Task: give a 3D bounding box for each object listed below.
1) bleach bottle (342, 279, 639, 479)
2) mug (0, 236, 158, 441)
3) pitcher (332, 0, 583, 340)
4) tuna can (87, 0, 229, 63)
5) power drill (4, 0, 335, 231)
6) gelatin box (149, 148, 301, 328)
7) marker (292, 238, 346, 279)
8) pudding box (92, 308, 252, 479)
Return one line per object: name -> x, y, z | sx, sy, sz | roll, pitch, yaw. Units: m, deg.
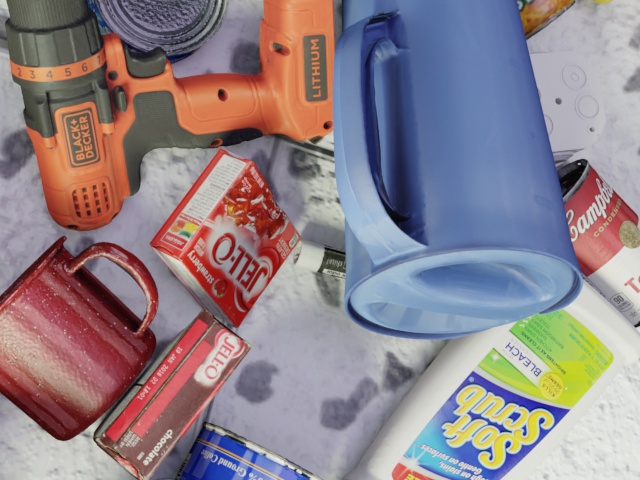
bleach bottle -> 0.094, 0.131, 0.679 | 0.102, 0.068, 0.250 | 42, 75, -5
mug -> -0.139, 0.050, 0.599 | 0.117, 0.093, 0.081 | -42, 102, 15
pitcher -> 0.067, -0.074, 0.634 | 0.145, 0.149, 0.243 | 0, 65, -8
tuna can -> -0.103, -0.154, 0.669 | 0.086, 0.034, 0.086 | 1, 86, -20
power drill -> -0.085, -0.108, 0.623 | 0.187, 0.057, 0.184 | -15, 125, -19
gelatin box -> -0.054, 0.001, 0.641 | 0.030, 0.089, 0.073 | 24, 69, 32
marker -> 0.041, 0.023, 0.699 | 0.121, 0.020, 0.020 | 15, 78, -15
pudding box -> -0.086, 0.089, 0.602 | 0.039, 0.114, 0.090 | 41, 73, -5
